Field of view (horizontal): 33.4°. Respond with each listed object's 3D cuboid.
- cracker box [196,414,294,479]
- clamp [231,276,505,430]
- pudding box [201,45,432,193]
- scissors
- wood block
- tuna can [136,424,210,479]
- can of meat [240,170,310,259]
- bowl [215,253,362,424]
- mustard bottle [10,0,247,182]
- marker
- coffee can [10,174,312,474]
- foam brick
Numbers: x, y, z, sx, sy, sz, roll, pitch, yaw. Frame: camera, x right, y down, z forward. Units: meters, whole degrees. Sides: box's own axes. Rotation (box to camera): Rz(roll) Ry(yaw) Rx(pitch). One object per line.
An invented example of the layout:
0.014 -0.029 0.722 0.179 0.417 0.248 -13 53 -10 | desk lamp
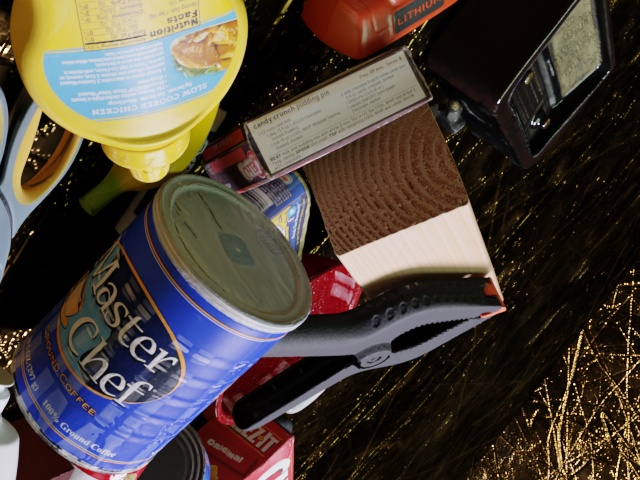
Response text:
-0.113 0.253 0.868 0.213 0.072 0.164 -38 148 -32 | cracker box
0.025 0.065 0.729 0.210 0.036 0.164 -20 155 -3 | clamp
-0.005 -0.066 0.616 0.113 0.039 0.090 -30 -172 -21 | pudding box
-0.164 0.005 0.482 0.096 0.016 0.202 17 102 -61 | scissors
0.063 -0.009 0.759 0.091 0.090 0.206 -23 156 7 | wood block
-0.125 0.171 0.791 0.086 0.086 0.034 -44 160 -16 | tuna can
-0.055 0.001 0.686 0.083 0.057 0.102 -39 157 -32 | can of meat
-0.039 0.064 0.828 0.162 0.055 0.162 -42 158 -21 | bowl
-0.078 -0.094 0.430 0.096 0.058 0.192 -17 143 -15 | mustard bottle
-0.077 -0.051 0.603 0.121 0.020 0.020 -55 159 12 | marker
-0.088 0.047 0.586 0.140 0.103 0.102 -44 164 25 | coffee can
-0.200 0.159 0.665 0.052 0.051 0.078 -15 140 -58 | foam brick
